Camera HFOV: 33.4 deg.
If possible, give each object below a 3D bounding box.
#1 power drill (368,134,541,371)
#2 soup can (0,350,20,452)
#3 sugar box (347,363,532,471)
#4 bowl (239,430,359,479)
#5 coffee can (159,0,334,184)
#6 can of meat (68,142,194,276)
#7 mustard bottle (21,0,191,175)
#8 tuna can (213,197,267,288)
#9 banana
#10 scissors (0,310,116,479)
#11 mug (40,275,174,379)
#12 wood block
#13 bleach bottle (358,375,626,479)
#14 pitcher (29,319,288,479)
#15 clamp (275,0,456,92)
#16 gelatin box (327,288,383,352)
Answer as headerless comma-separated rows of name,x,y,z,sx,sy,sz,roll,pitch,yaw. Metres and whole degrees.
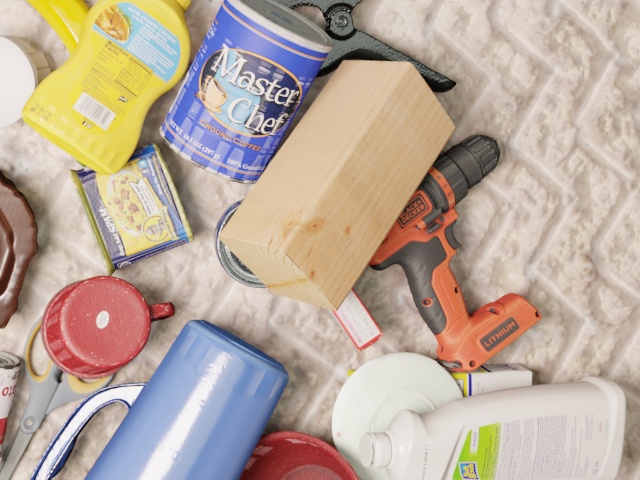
power drill,0.130,0.014,1.013,0.184,0.057,0.187,-35,99,-14
soup can,-0.314,0.152,0.961,0.068,0.068,0.102,13,92,-9
sugar box,0.115,0.170,1.035,0.176,0.048,0.093,0,95,-12
bowl,-0.018,0.258,0.997,0.162,0.055,0.162,-2,85,25
coffee can,-0.065,-0.135,0.933,0.102,0.103,0.140,26,110,-10
can of meat,-0.171,-0.031,0.971,0.084,0.057,0.102,-21,98,-8
mustard bottle,-0.168,-0.158,0.925,0.096,0.058,0.191,35,78,-18
tuna can,-0.057,0.001,1.001,0.086,0.034,0.086,-1,95,-8
banana,-0.222,-0.169,0.961,0.069,0.037,0.198,-21,98,-6
scissors,-0.250,0.166,0.997,0.096,0.016,0.202,12,93,-9
mug,-0.187,0.074,0.955,0.117,0.082,0.093,-9,84,-22
wood block,0.018,-0.052,0.936,0.090,0.091,0.206,48,66,-37
bleach bottle,0.156,0.178,0.975,0.250,0.068,0.102,2,95,-21
pitcher,-0.140,0.193,0.964,0.149,0.145,0.243,33,86,-40
clamp,0.022,-0.214,0.988,0.210,0.036,0.164,-4,103,-5
gelatin box,0.019,0.055,0.996,0.030,0.073,0.089,-35,99,-4
